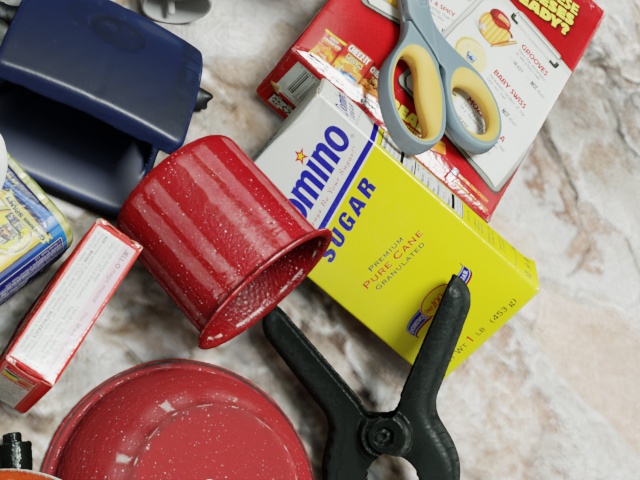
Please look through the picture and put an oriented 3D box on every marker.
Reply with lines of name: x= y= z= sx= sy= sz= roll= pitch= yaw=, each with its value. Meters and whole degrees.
marker: x=-0.148 y=0.156 z=0.532 sx=0.020 sy=0.020 sz=0.121 roll=-2 pitch=73 yaw=-28

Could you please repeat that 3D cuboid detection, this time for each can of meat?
can of meat: x=-0.191 y=-0.008 z=0.547 sx=0.102 sy=0.058 sz=0.083 roll=49 pitch=56 yaw=-4

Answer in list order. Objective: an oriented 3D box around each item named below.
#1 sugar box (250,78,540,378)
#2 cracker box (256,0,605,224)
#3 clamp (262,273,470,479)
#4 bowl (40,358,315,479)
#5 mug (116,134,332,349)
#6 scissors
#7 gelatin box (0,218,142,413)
sugar box: x=0.036 y=-0.003 z=0.640 sx=0.176 sy=0.093 sz=0.048 roll=39 pitch=20 yaw=-11
cracker box: x=0.079 y=-0.127 z=0.721 sx=0.164 sy=0.072 sz=0.213 roll=39 pitch=58 yaw=-10
clamp: x=0.026 y=0.105 z=0.614 sx=0.120 sy=0.039 sz=0.171 roll=-1 pitch=87 yaw=13
bowl: x=-0.063 y=0.136 z=0.562 sx=0.161 sy=0.055 sz=0.162 roll=9 pitch=68 yaw=-24
mug: x=-0.054 y=0.001 z=0.584 sx=0.093 sy=0.117 sz=0.081 roll=-41 pitch=78 yaw=-7
scissors: x=0.073 y=-0.135 z=0.667 sx=0.096 sy=0.016 sz=0.201 roll=22 pitch=57 yaw=-26
gelatin box: x=-0.134 y=0.039 z=0.549 sx=0.030 sy=0.073 sz=0.089 roll=34 pitch=61 yaw=-12
